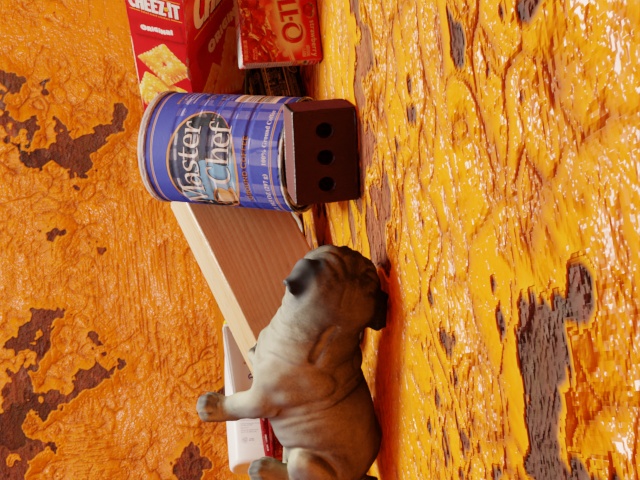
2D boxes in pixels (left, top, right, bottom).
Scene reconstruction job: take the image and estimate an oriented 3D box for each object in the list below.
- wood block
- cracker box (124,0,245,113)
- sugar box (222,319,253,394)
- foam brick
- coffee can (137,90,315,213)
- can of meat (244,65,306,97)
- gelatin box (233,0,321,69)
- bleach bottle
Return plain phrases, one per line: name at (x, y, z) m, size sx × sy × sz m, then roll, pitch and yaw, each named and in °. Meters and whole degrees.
wood block at (-0.067, 0.014, 1.040) m, size 0.206 × 0.090 × 0.090 m, roll 61°, pitch 163°, yaw 24°
cracker box at (-0.113, -0.211, 1.041) m, size 0.214 × 0.072 × 0.164 m, roll 92°, pitch -159°, yaw -53°
sugar box at (-0.085, 0.136, 1.220) m, size 0.176 × 0.048 × 0.093 m, roll 166°, pitch 95°, yaw -82°
foam brick at (0.000, -0.072, 0.862) m, size 0.051 × 0.053 × 0.078 m, roll -122°, pitch 28°, yaw -70°
coffee can at (-0.077, -0.080, 0.957) m, size 0.102 × 0.140 × 0.103 m, roll 6°, pitch -90°, yaw -68°
can of meat at (-0.042, -0.124, 1.080) m, size 0.102 × 0.057 × 0.084 m, roll 98°, pitch 160°, yaw -59°
gelatin box at (-0.040, -0.202, 0.964) m, size 0.030 × 0.073 × 0.089 m, roll 162°, pitch 103°, yaw -80°
bleach bottle at (-0.072, 0.170, 1.375) m, size 0.068 × 0.102 × 0.251 m, roll 109°, pitch 160°, yaw -62°
